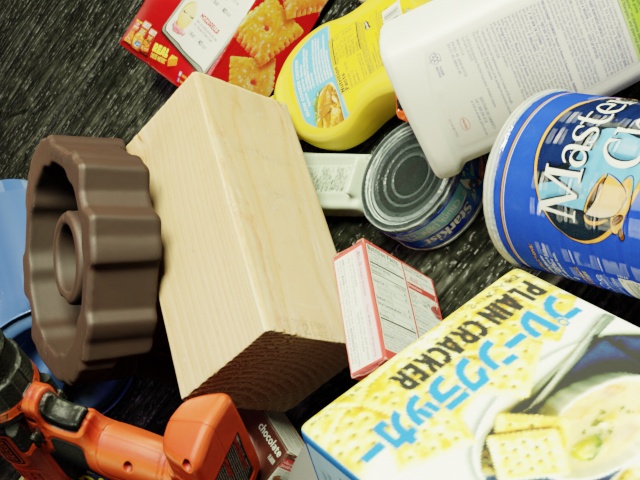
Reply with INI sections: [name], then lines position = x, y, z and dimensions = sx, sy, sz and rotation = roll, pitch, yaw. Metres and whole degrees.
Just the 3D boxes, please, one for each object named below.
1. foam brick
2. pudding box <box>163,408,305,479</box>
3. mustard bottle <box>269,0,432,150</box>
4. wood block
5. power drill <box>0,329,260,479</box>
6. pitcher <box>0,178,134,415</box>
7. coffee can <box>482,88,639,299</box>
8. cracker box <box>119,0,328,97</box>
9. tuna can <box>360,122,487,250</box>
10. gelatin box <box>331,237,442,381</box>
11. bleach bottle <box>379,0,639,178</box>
[foam brick]
position = -0.127, 0.074, 0.822
dimensions = 0.053, 0.078, 0.051
rotation = -24, 55, 36
[pudding box]
position = -0.061, 0.150, 0.742
dimensions = 0.090, 0.039, 0.114
rotation = -53, 42, 9
[mustard bottle]
position = 0.023, -0.120, 0.786
dimensions = 0.192, 0.058, 0.096
rotation = -27, 64, 34
[wood block]
position = -0.054, 0.001, 0.720
dimensions = 0.091, 0.090, 0.206
rotation = -42, 51, 33
[power drill]
position = -0.140, 0.111, 0.663
dimensions = 0.188, 0.184, 0.057
rotation = 12, 56, 22
[pitcher]
position = -0.262, 0.053, 0.936
dimensions = 0.243, 0.149, 0.145
rotation = -127, 36, -50
[coffee can]
position = 0.169, -0.020, 0.548
dimensions = 0.141, 0.102, 0.103
rotation = 18, 82, 49
[cracker box]
position = -0.064, -0.222, 0.924
dimensions = 0.214, 0.072, 0.164
rotation = -57, 41, 5
[tuna can]
position = 0.068, -0.039, 0.715
dimensions = 0.086, 0.033, 0.086
rotation = -24, 54, 36
[gelatin box]
position = 0.045, 0.052, 0.660
dimensions = 0.030, 0.073, 0.089
rotation = -33, 48, 29
[bleach bottle]
position = 0.166, -0.126, 0.610
dimensions = 0.251, 0.102, 0.068
rotation = -20, 29, 17
